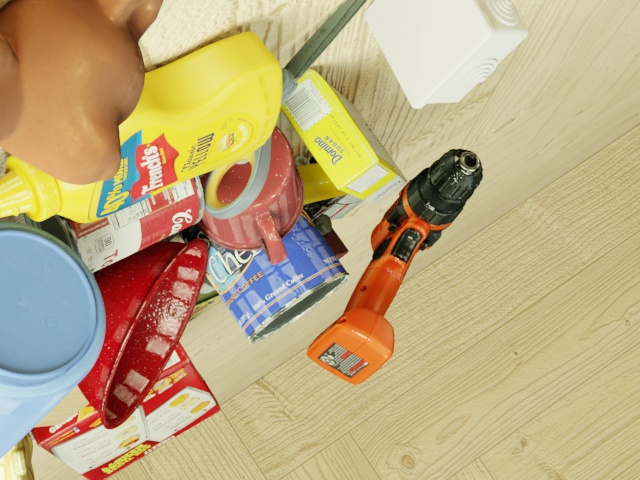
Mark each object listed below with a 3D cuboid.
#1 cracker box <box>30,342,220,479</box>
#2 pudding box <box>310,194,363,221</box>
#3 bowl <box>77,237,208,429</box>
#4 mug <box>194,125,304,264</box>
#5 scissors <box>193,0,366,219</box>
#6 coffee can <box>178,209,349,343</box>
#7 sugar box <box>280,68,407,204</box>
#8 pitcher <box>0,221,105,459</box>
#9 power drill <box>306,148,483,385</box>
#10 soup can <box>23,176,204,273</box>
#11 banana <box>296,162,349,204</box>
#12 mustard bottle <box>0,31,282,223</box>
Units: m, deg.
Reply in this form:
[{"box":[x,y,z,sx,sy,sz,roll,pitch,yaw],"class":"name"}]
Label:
[{"box":[-0.204,0.168,1.112,0.164,0.072,0.214,-30,159,-8],"class":"cracker box"},{"box":[0.031,-0.062,1.214,0.090,0.039,0.113,-38,172,18],"class":"pudding box"},{"box":[-0.147,0.061,0.819,0.162,0.055,0.162,91,25,-73],"class":"bowl"},{"box":[-0.055,-0.036,0.812,0.093,0.117,0.081,-22,165,-5],"class":"mug"},{"box":[-0.026,-0.090,0.737,0.202,0.096,0.016,-34,147,16],"class":"scissors"},{"box":[-0.056,0.001,0.904,0.102,0.140,0.103,-34,171,-7],"class":"coffee can"},{"box":[0.021,-0.082,0.903,0.048,0.093,0.176,-35,170,6],"class":"sugar box"},{"box":[-0.229,0.077,0.676,0.144,0.149,0.243,-1,156,-40],"class":"pitcher"},{"box":[0.066,0.023,0.917,0.187,0.057,0.185,-59,-178,-29],"class":"power drill"},{"box":[-0.139,-0.022,0.720,0.102,0.068,0.069,-28,169,-33],"class":"soup can"},{"box":[-0.039,-0.035,1.005,0.197,0.070,0.037,-25,136,-13],"class":"banana"},{"box":[-0.114,-0.059,0.648,0.191,0.058,0.096,-28,161,-33],"class":"mustard bottle"}]
